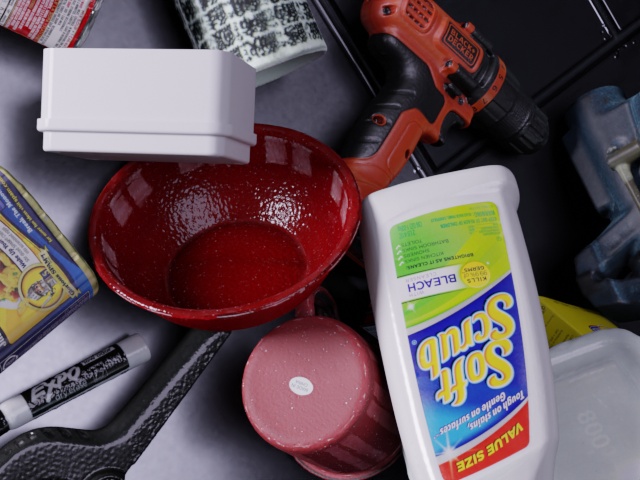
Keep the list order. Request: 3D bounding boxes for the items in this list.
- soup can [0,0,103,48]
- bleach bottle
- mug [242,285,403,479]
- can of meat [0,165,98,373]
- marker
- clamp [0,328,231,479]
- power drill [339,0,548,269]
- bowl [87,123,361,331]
[{"bbox_3d":[-0.180,-0.159,0.625,0.102,0.069,0.068,23,70,-22],"label":"soup can"},{"bbox_3d":[0.091,0.084,0.593,0.102,0.068,0.251,-12,62,0],"label":"bleach bottle"},{"bbox_3d":[0.003,0.082,0.648,0.081,0.093,0.117,44,38,-61],"label":"mug"},{"bbox_3d":[-0.187,0.018,0.594,0.083,0.058,0.102,-43,102,-30],"label":"can of meat"},{"bbox_3d":[-0.155,0.088,0.619,0.120,0.020,0.020,-27,94,-29],"label":"marker"},{"bbox_3d":[-0.123,0.135,0.614,0.209,0.036,0.164,-7,89,-26],"label":"clamp"},{"bbox_3d":[0.076,-0.063,0.747,0.184,0.057,0.187,36,65,-27],"label":"power drill"},{"bbox_3d":[-0.054,0.001,0.641,0.162,0.162,0.055,-41,145,-28],"label":"bowl"}]
